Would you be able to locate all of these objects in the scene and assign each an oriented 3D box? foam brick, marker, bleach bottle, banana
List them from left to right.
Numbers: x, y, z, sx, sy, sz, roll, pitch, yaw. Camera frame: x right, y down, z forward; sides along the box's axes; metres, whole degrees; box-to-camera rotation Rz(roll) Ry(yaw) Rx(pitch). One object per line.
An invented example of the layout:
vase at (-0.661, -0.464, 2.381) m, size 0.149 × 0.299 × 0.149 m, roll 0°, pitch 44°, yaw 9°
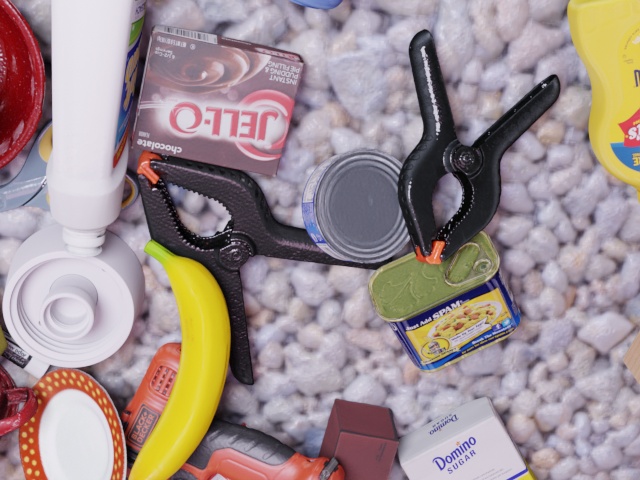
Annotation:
marker at (-0.271, 0.071, 0.852) m, size 0.121 × 0.020 × 0.020 m, roll 36°, pitch 105°, yaw -17°
bleach bottle at (-0.157, -0.111, 0.744) m, size 0.068 × 0.102 × 0.251 m, roll 7°, pitch 113°, yaw -4°
banana at (-0.105, 0.099, 0.814) m, size 0.070 × 0.037 × 0.198 m, roll 6°, pitch 96°, yaw 9°
foam brick at (0.030, 0.184, 0.904) m, size 0.053 × 0.051 × 0.078 m, roll 11°, pitch 111°, yaw -10°

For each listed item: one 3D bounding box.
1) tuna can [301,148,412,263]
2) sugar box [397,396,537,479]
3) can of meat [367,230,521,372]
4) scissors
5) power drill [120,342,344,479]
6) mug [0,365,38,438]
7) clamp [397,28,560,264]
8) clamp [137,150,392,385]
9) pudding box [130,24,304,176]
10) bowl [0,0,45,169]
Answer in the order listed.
tuna can at (0.029, -0.026, 0.810) m, size 0.086 × 0.034 × 0.086 m, roll 0°, pitch 91°, yaw -21°
sugar box at (0.147, 0.228, 0.935) m, size 0.093 × 0.048 × 0.176 m, roll -28°, pitch 108°, yaw 7°
can of meat at (0.101, 0.049, 0.839) m, size 0.102 × 0.057 × 0.084 m, roll -26°, pitch 134°, yaw 7°
scissors at (-0.239, -0.050, 0.807) m, size 0.201 × 0.016 × 0.096 m, roll -3°, pitch 111°, yaw -4°
power drill at (-0.089, 0.200, 0.864) m, size 0.188 × 0.057 × 0.184 m, roll 28°, pitch 103°, yaw 8°
mug at (-0.282, 0.144, 0.847) m, size 0.117 × 0.081 × 0.093 m, roll -10°, pitch 113°, yaw 0°
clamp at (0.114, -0.064, 0.797) m, size 0.120 × 0.039 × 0.171 m, roll 8°, pitch 93°, yaw -5°
clamp at (-0.055, 0.001, 0.830) m, size 0.164 × 0.036 × 0.210 m, roll -35°, pitch 114°, yaw 8°
pudding box at (-0.076, -0.103, 0.784) m, size 0.113 × 0.039 × 0.090 m, roll 11°, pitch 111°, yaw -9°
bowl at (-0.272, -0.122, 0.753) m, size 0.162 × 0.055 × 0.162 m, roll -1°, pitch 112°, yaw -4°
